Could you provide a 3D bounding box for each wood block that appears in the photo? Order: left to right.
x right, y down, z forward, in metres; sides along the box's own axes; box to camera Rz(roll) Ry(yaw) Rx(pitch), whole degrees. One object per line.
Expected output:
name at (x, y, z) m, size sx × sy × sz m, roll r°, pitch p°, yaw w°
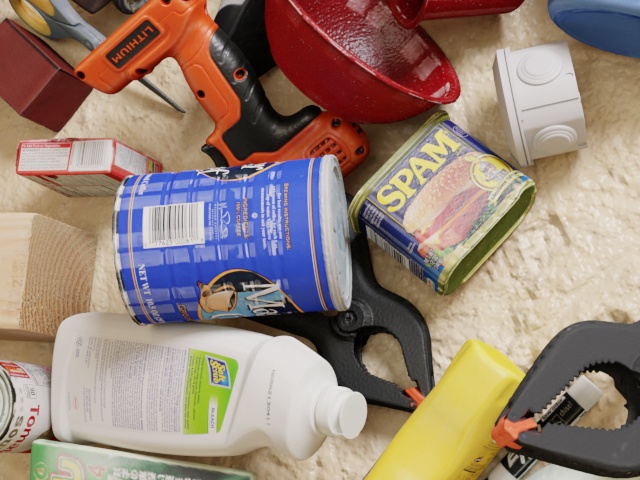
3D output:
wood block at (-0.294, 0.030, 0.852) m, size 0.206 × 0.090 × 0.090 m, roll 0°, pitch 79°, yaw 22°

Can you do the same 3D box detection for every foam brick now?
foam brick at (-0.239, -0.136, 0.884) m, size 0.078 × 0.053 × 0.051 m, roll 42°, pitch 96°, yaw 24°

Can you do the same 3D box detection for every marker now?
marker at (0.137, 0.138, 0.701) m, size 0.121 × 0.020 × 0.020 m, roll -48°, pitch 67°, yaw 7°

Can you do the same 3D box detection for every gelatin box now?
gelatin box at (-0.181, -0.057, 0.834) m, size 0.089 × 0.073 × 0.030 m, roll 1°, pitch 79°, yaw 22°

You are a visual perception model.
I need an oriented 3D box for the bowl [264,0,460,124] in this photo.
bowl at (0.018, -0.131, 0.737) m, size 0.162 × 0.161 × 0.055 m, roll 51°, pitch 120°, yaw 22°

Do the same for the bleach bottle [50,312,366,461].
bleach bottle at (-0.079, 0.108, 0.725) m, size 0.251 × 0.067 × 0.102 m, roll 4°, pitch 94°, yaw 38°

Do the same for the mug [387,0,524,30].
mug at (0.092, -0.199, 0.746) m, size 0.081 × 0.117 × 0.093 m, roll -8°, pitch 109°, yaw -15°

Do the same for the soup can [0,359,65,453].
soup can at (-0.227, 0.126, 0.800) m, size 0.069 × 0.102 × 0.068 m, roll -4°, pitch 78°, yaw 20°

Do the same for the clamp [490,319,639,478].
clamp at (0.197, 0.074, 0.639) m, size 0.209 × 0.036 × 0.164 m, roll -9°, pitch 69°, yaw -13°

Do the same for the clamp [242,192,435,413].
clamp at (0.013, 0.061, 0.754) m, size 0.120 × 0.039 × 0.171 m, roll -37°, pitch 65°, yaw 11°

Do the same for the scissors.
scissors at (-0.195, -0.162, 0.883) m, size 0.201 × 0.096 × 0.016 m, roll 45°, pitch 68°, yaw -5°

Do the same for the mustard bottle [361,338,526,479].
mustard bottle at (0.063, 0.154, 0.685) m, size 0.058 × 0.096 × 0.192 m, roll 40°, pitch 95°, yaw 24°

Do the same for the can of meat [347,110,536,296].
can of meat at (0.084, -0.024, 0.724) m, size 0.084 × 0.057 × 0.102 m, roll 40°, pitch 77°, yaw 21°

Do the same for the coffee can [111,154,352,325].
coffee can at (-0.055, 0.001, 0.708) m, size 0.140 × 0.102 × 0.103 m, roll -5°, pitch 77°, yaw 8°

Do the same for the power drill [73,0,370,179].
power drill at (-0.086, -0.076, 0.769) m, size 0.185 × 0.057 × 0.187 m, roll -38°, pitch 103°, yaw 17°
